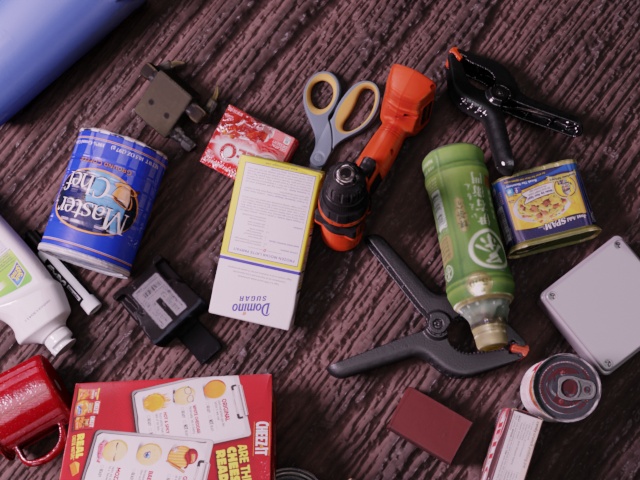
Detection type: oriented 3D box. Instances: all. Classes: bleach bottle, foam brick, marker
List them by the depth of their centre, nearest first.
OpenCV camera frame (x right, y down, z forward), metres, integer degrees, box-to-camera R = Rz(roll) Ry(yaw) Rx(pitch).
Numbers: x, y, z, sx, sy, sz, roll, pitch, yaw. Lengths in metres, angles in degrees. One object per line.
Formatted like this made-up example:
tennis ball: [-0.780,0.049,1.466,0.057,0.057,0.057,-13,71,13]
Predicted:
foam brick: [0.114,0.196,1.129,0.078,0.053,0.051,30,83,8]
bleach bottle: [-0.370,0.033,1.183,0.102,0.068,0.251,-43,83,-4]
marker: [-0.291,0.034,1.199,0.020,0.020,0.121,-42,80,-4]

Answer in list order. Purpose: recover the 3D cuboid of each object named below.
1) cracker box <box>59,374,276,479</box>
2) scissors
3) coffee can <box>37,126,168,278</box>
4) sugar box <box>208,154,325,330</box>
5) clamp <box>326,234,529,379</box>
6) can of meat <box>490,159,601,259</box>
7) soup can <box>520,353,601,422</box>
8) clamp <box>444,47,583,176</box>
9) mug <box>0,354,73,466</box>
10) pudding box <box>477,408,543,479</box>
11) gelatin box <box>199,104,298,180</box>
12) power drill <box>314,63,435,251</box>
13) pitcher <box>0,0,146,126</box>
cracker box: [-0.153,0.227,1.099,0.213,0.072,0.164,-3,49,3]
scissors: [-0.012,-0.109,1.210,0.096,0.016,0.201,39,84,11]
coffee can: [-0.236,-0.040,1.166,0.103,0.103,0.140,16,81,6]
sugar box: [-0.058,0.001,1.161,0.093,0.048,0.176,13,97,5]
clamp: [0.122,0.084,1.156,0.210,0.036,0.164,9,75,1]
can of meat: [0.242,-0.034,1.160,0.102,0.057,0.084,-14,77,0]
soup can: [0.246,0.154,1.103,0.068,0.102,0.068,-1,80,3]
clamp: [0.191,-0.144,1.174,0.172,0.039,0.120,40,54,20]
mug: [-0.310,0.184,1.135,0.081,0.093,0.117,-29,62,-7]
pudding box: [0.191,0.230,1.099,0.039,0.090,0.113,16,82,5]
gelatin box: [-0.079,-0.100,1.198,0.089,0.030,0.073,29,94,9]
power drill: [0.055,-0.091,1.127,0.057,0.184,0.187,29,73,7]
pitcher: [-0.324,-0.250,1.206,0.243,0.149,0.145,-44,95,-1]
